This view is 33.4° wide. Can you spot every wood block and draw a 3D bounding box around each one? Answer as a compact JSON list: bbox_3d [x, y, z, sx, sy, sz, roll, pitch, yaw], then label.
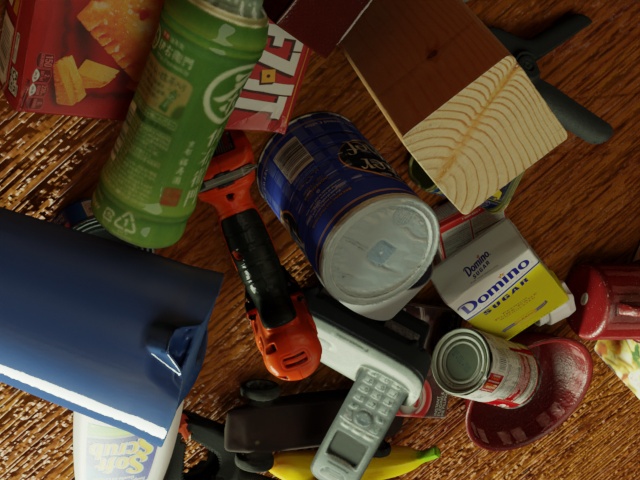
[{"bbox_3d":[0.080,-0.127,0.778,0.091,0.206,0.090,-37,129,11],"label":"wood block"}]

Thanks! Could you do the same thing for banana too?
[{"bbox_3d":[0.027,0.236,1.139,0.197,0.037,0.070,-1,145,-23],"label":"banana"}]

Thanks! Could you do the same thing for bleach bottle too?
[{"bbox_3d":[-0.173,0.187,0.973,0.102,0.068,0.251,6,125,-5],"label":"bleach bottle"}]

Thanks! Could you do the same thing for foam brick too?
[{"bbox_3d":[0.000,-0.173,0.720,0.052,0.051,0.078,31,103,-42],"label":"foam brick"}]

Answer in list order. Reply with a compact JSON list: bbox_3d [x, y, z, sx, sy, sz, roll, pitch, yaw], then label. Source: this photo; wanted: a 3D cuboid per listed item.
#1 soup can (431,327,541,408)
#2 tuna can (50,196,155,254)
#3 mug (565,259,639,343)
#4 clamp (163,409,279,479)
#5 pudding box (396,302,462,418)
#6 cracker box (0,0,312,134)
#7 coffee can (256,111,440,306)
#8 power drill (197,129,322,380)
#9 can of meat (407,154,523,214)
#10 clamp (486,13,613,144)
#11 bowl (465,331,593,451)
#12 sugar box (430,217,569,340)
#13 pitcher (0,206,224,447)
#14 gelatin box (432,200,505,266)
[{"bbox_3d":[0.164,0.126,1.051,0.102,0.069,0.068,20,112,-49],"label":"soup can"},{"bbox_3d":[-0.180,0.007,0.863,0.086,0.034,0.086,-15,130,-19],"label":"tuna can"},{"bbox_3d":[0.320,0.067,1.131,0.081,0.117,0.093,1,99,-24],"label":"mug"},{"bbox_3d":[-0.121,0.252,1.072,0.164,0.036,0.210,-36,133,-13],"label":"clamp"},{"bbox_3d":[0.089,0.118,1.062,0.089,0.039,0.113,9,89,-34],"label":"pudding box"},{"bbox_3d":[-0.104,-0.165,0.749,0.213,0.072,0.164,2,123,-31],"label":"cracker box"},{"bbox_3d":[0.020,-0.028,0.872,0.102,0.140,0.103,-15,129,-19],"label":"coffee can"},{"bbox_3d":[-0.056,0.001,0.860,0.057,0.184,0.187,-24,112,-4],"label":"power drill"},{"bbox_3d":[0.137,-0.083,0.950,0.083,0.057,0.102,13,110,-32],"label":"can of meat"},{"bbox_3d":[0.172,-0.151,0.911,0.171,0.120,0.039,10,154,-21],"label":"clamp"},{"bbox_3d":[0.218,0.155,1.178,0.162,0.055,0.162,-15,129,-19],"label":"bowl"},{"bbox_3d":[0.177,0.045,1.041,0.093,0.048,0.176,-36,153,11],"label":"sugar box"},{"bbox_3d":[-0.201,0.050,0.776,0.242,0.145,0.149,20,123,-5],"label":"pitcher"},{"bbox_3d":[0.143,-0.005,1.033,0.073,0.030,0.089,-27,135,-9],"label":"gelatin box"}]
